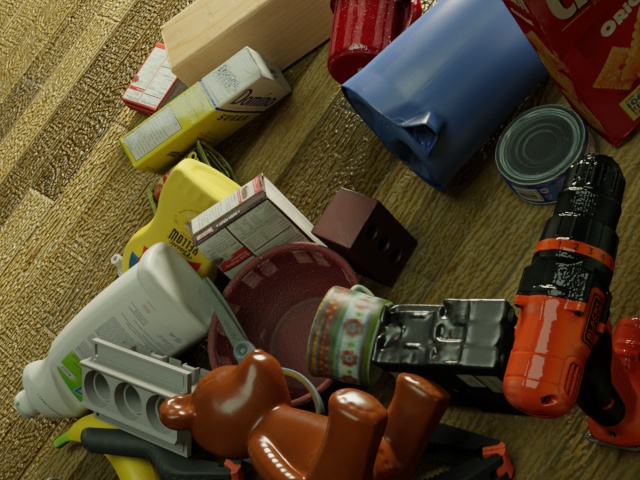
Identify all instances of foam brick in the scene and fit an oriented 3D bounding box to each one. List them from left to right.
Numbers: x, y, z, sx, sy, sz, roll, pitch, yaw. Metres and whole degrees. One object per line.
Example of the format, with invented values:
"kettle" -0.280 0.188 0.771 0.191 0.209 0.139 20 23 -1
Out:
"foam brick" 0.041 -0.003 0.973 0.051 0.078 0.053 23 77 44

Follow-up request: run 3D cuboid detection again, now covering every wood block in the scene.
"wood block" -0.067 -0.248 1.201 0.206 0.090 0.090 -32 47 15

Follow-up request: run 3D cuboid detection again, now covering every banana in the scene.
"banana" -0.191 0.219 1.030 0.198 0.037 0.070 32 101 45

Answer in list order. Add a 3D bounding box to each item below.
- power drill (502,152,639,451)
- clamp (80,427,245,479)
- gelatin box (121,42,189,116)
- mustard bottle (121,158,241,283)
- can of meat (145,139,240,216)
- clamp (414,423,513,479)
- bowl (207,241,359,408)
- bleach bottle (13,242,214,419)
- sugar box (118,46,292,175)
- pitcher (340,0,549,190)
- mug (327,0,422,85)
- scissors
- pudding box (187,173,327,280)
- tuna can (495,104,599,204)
"power drill" 0.197 0.056 0.746 0.057 0.187 0.184 6 68 40
"clamp" -0.127 0.178 0.995 0.172 0.039 0.120 18 50 30
"gelatin box" -0.191 -0.192 1.297 0.073 0.030 0.089 22 77 41
"mustard bottle" -0.146 0.017 1.078 0.192 0.096 0.058 -54 5 26
"can of meat" -0.132 -0.044 1.141 0.084 0.057 0.102 -40 46 12
"clamp" 0.047 0.183 0.858 0.210 0.036 0.164 -15 31 12
"bowl" -0.022 0.085 0.971 0.162 0.055 0.162 -14 60 26
"bleach bottle" -0.221 0.106 1.067 0.251 0.102 0.068 -33 16 25
"sugar box" -0.124 -0.137 1.166 0.176 0.093 0.048 -31 78 15
"pitcher" 0.143 -0.174 0.987 0.243 0.145 0.149 -44 58 -1
"mug" 0.059 -0.207 1.081 0.117 0.093 0.081 -18 56 46
"scissors" -0.074 0.118 0.939 0.096 0.016 0.202 -50 52 -4
"pudding box" -0.057 0.001 1.017 0.090 0.113 0.039 -33 42 14
"tuna can" 0.198 -0.076 0.937 0.086 0.033 0.086 -18 53 26
